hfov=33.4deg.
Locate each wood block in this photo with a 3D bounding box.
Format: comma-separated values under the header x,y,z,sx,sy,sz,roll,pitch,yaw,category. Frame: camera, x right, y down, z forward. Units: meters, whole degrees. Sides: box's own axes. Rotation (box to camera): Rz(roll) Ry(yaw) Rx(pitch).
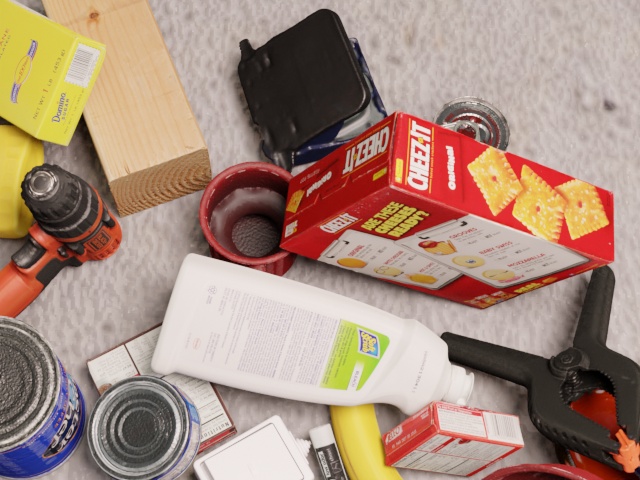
x,y,z,sx,sy,sz,roll,pitch,yaw,category
-0.176,-0.139,0.963,0.090,0.090,0.206,-20,73,-9,wood block

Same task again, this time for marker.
x,y,z,sx,sy,sz,roll,pitch,yaw,category
0.018,0.210,0.872,0.020,0.020,0.121,-17,84,-10,marker

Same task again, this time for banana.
x,y,z,sx,sy,sz,roll,pitch,yaw,category
0.046,0.170,0.895,0.069,0.037,0.198,-17,72,-33,banana

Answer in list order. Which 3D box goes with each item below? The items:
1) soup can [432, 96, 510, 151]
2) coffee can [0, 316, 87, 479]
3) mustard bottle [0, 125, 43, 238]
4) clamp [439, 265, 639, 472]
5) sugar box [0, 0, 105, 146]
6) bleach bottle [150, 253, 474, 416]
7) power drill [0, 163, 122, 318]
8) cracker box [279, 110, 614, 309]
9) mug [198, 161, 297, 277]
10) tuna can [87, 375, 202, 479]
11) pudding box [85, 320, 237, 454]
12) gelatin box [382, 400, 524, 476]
x,y,z,sx,sy,sz,roll,pitch,yaw,category
0.124,-0.075,0.951,0.068,0.102,0.068,1,70,-3,soup can
-0.243,0.127,0.834,0.102,0.140,0.103,1,70,-4,coffee can
-0.344,-0.056,0.932,0.191,0.058,0.096,4,78,7,mustard bottle
0.191,0.108,0.862,0.164,0.036,0.210,-22,35,6,clamp
-0.271,-0.159,0.923,0.176,0.048,0.093,28,98,27,sugar box
-0.002,0.092,0.859,0.250,0.068,0.102,18,97,-4,bleach bottle
-0.249,0.024,0.860,0.187,0.184,0.057,-42,77,-6,power drill
0.101,-0.018,0.856,0.213,0.164,0.072,18,65,-26,cracker box
-0.056,0.001,0.923,0.093,0.081,0.117,-5,70,-5,mug
-0.139,0.150,0.841,0.086,0.033,0.086,-3,71,9,tuna can
-0.134,0.132,0.894,0.090,0.039,0.113,-27,75,-11,pudding box
0.106,0.161,0.862,0.089,0.073,0.030,14,53,-26,gelatin box
